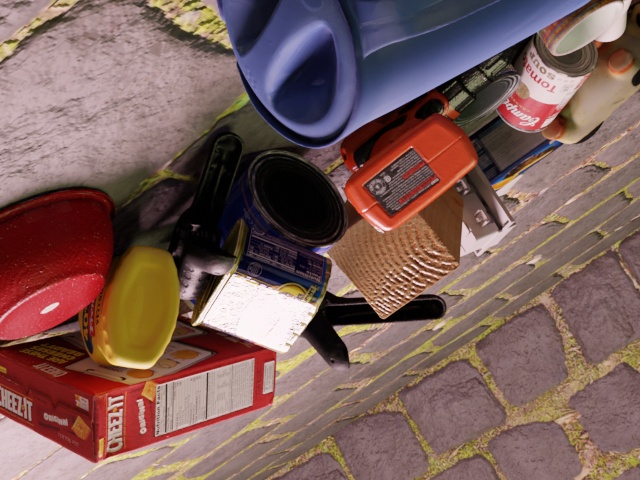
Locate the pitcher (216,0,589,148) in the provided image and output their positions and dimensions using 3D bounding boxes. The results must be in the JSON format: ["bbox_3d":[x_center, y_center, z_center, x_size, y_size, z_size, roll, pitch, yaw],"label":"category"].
[{"bbox_3d":[0.072,-0.158,0.646,0.242,0.149,0.145,-28,153,-29],"label":"pitcher"}]

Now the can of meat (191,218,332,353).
[{"bbox_3d":[-0.049,0.041,0.881,0.084,0.057,0.102,22,133,-14],"label":"can of meat"}]

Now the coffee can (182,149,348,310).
[{"bbox_3d":[-0.056,0.001,0.956,0.102,0.103,0.141,-15,158,-47],"label":"coffee can"}]

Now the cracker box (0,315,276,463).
[{"bbox_3d":[-0.173,0.132,1.008,0.164,0.072,0.213,13,-164,42],"label":"cracker box"}]

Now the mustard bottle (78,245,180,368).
[{"bbox_3d":[-0.171,0.060,0.916,0.058,0.096,0.192,10,171,-20],"label":"mustard bottle"}]

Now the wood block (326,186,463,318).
[{"bbox_3d":[0.078,-0.017,1.044,0.091,0.090,0.206,-37,-171,18],"label":"wood block"}]

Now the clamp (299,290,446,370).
[{"bbox_3d":[0.006,0.071,1.039,0.164,0.036,0.210,-17,-161,-41],"label":"clamp"}]

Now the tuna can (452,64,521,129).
[{"bbox_3d":[0.150,-0.146,1.035,0.086,0.034,0.086,-30,165,-9],"label":"tuna can"}]

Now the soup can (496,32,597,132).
[{"bbox_3d":[0.223,-0.163,1.061,0.068,0.068,0.102,-25,163,-25],"label":"soup can"}]

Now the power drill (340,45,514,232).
[{"bbox_3d":[0.089,-0.094,0.889,0.185,0.057,0.187,-40,-167,20],"label":"power drill"}]

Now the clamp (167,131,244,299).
[{"bbox_3d":[-0.097,-0.011,0.873,0.039,0.120,0.172,18,157,-18],"label":"clamp"}]

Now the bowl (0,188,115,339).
[{"bbox_3d":[-0.218,0.029,0.815,0.162,0.055,0.162,-29,165,-9],"label":"bowl"}]
